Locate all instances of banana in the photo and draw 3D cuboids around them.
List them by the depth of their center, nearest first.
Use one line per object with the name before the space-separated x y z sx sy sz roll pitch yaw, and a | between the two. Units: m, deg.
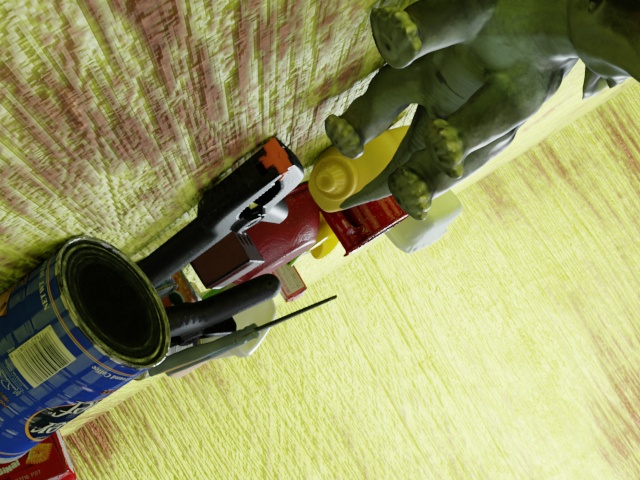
banana | -0.004 -0.005 1.283 0.070 0.037 0.197 -43 173 8

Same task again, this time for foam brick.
foam brick | -0.093 0.011 1.014 0.051 0.053 0.078 -32 176 5

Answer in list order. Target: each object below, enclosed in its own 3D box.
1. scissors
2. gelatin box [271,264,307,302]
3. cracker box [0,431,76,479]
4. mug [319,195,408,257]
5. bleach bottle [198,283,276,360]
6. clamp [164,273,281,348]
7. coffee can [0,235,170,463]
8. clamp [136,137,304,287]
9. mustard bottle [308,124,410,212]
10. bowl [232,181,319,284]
scissors | -0.085 0.095 1.024 0.202 0.016 0.096 -27 171 32
gelatin box | -0.050 0.030 1.279 0.030 0.089 0.073 -31 175 -7
cracker box | -0.336 0.244 1.079 0.164 0.072 0.214 -22 170 -15
mug | 0.038 -0.037 1.186 0.093 0.081 0.117 -35 176 29
bleach bottle | -0.174 0.111 1.231 0.251 0.068 0.102 -18 -159 32
clamp | -0.119 0.074 1.008 0.171 0.039 0.120 -15 157 -44
coffee can | -0.189 0.076 0.734 0.140 0.103 0.102 -34 175 21
clamp | -0.075 -0.022 0.869 0.164 0.036 0.210 -31 173 -22
mustard bottle | 0.040 -0.068 1.028 0.096 0.058 0.191 -35 174 24
bowl | -0.057 0.001 1.139 0.162 0.055 0.162 -31 176 -3
